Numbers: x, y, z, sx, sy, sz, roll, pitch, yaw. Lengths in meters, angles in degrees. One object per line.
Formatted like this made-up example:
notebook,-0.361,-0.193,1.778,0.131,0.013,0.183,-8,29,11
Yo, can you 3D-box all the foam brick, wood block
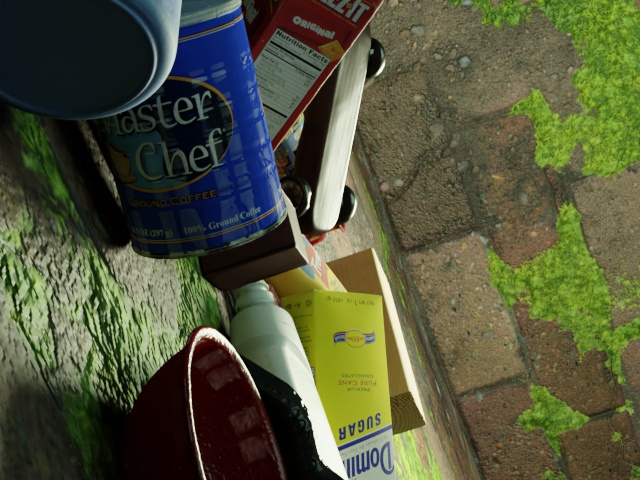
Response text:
foam brick,-0.056,0.001,0.856,0.053,0.078,0.051,57,16,-69
wood block,0.052,0.125,1.269,0.090,0.091,0.206,63,11,-50

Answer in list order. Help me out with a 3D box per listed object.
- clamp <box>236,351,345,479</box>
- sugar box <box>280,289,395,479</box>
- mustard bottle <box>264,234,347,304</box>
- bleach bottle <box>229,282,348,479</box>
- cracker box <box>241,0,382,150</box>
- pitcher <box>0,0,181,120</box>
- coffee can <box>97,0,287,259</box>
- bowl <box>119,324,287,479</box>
clamp,-0.017,0.144,0.666,0.171,0.120,0.039,67,24,-4
sugar box,0.016,0.133,0.896,0.093,0.048,0.176,7,72,-47
mustard bottle,-0.022,0.032,0.992,0.191,0.058,0.096,53,15,-7
bleach bottle,-0.020,0.149,0.809,0.102,0.068,0.251,58,13,-60
cracker box,-0.043,-0.164,0.871,0.072,0.214,0.164,26,30,-22
pitcher,-0.117,-0.188,0.562,0.144,0.149,0.243,15,52,-25
coffee can,-0.084,-0.072,0.656,0.103,0.103,0.140,-87,166,-70
bowl,-0.063,0.130,0.570,0.162,0.055,0.162,-19,90,-82
